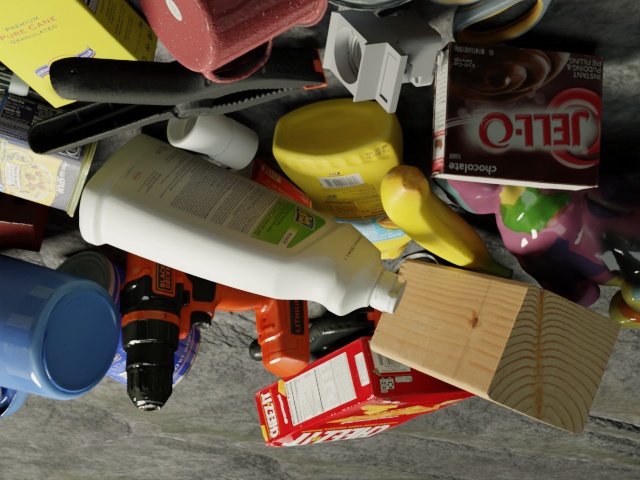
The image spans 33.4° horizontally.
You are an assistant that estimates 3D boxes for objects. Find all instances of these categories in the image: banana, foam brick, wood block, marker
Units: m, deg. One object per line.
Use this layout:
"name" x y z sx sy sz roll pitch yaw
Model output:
"banana" 0.086 -0.019 0.806 0.070 0.037 0.197 14 168 35
"foam brick" -0.287 -0.028 0.956 0.078 0.053 0.051 7 151 -3
"wood block" 0.132 0.079 0.866 0.090 0.091 0.206 23 176 -21
"marker" -0.253 -0.126 0.808 0.121 0.020 0.020 15 150 -16

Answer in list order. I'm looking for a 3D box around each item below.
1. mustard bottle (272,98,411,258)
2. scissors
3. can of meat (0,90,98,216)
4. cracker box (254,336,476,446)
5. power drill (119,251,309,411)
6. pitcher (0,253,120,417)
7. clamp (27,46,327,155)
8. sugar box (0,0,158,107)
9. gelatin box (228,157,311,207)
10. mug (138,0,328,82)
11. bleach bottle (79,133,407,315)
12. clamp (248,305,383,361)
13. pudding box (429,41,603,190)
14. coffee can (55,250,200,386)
"mustard bottle" 0.036 -0.038 0.869 0.096 0.058 0.191 -6 148 17
"scissors" 0.141 -0.177 0.644 0.096 0.016 0.202 22 147 -29
"can of meat" -0.228 -0.071 0.863 0.084 0.057 0.102 17 149 -14
"cracker box" 0.054 0.167 1.171 0.163 0.072 0.214 2 157 -36
"power drill" -0.098 0.076 0.991 0.187 0.184 0.057 16 151 -36
"pitcher" -0.307 0.082 0.992 0.243 0.145 0.149 10 149 32
"clamp" -0.099 -0.100 0.729 0.209 0.036 0.165 -13 177 -28
"sugar box" -0.196 -0.163 0.704 0.093 0.048 0.176 -14 147 28
"gelatin box" -0.064 -0.032 0.928 0.089 0.030 0.073 -18 141 36
"mug" -0.055 -0.143 0.631 0.093 0.081 0.117 42 153 29
"bleach bottle" -0.055 0.001 0.838 0.251 0.102 0.068 23 135 11
"clamp" 0.018 0.110 1.159 0.120 0.039 0.172 14 154 -43
"pudding box" 0.133 -0.083 0.724 0.113 0.090 0.039 3 176 -8
"coffee can" -0.206 0.086 1.091 0.103 0.103 0.140 -14 145 31
